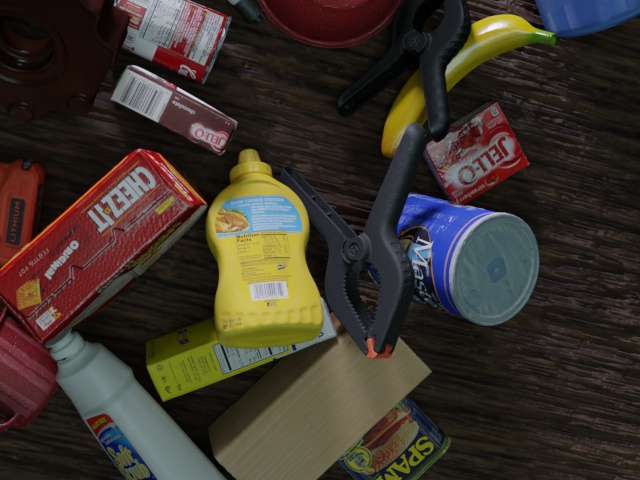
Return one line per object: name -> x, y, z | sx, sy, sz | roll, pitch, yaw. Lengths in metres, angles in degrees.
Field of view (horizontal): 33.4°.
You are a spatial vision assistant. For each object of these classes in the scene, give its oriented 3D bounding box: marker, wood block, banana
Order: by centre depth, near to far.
marker -> -0.098, -0.250, 1.002 | 0.020, 0.020, 0.121 | -44, 104, 0
banana -> 0.128, -0.160, 1.033 | 0.198, 0.070, 0.037 | -37, 136, 10
wood block -> -0.004, 0.158, 1.054 | 0.206, 0.090, 0.090 | -43, 104, 0

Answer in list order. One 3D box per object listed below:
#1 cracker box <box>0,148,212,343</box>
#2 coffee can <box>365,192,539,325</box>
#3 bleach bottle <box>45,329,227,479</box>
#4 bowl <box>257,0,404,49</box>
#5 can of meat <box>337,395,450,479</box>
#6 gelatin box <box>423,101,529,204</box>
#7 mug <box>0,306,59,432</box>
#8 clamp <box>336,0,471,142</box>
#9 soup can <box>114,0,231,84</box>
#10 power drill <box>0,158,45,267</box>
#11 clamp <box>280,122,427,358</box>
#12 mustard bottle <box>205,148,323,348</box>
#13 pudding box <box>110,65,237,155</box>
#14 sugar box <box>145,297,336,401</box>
cracker box -> -0.182, -0.001, 0.932 | 0.164, 0.213, 0.072 | -43, 92, 1
coffee can -> 0.121, 0.014, 1.008 | 0.102, 0.141, 0.103 | -8, 104, -32
bleach bottle -> -0.174, 0.181, 1.004 | 0.068, 0.103, 0.250 | -49, 116, -32
bowl -> 0.014, -0.262, 1.000 | 0.162, 0.055, 0.162 | -1, 100, -9
can of meat -> 0.067, 0.205, 1.091 | 0.102, 0.057, 0.084 | -43, 101, 0
gelatin box -> 0.153, -0.086, 1.066 | 0.089, 0.030, 0.073 | -31, 103, -3
mug -> -0.294, 0.129, 0.992 | 0.081, 0.117, 0.093 | 39, 123, -18
clamp -> 0.085, -0.178, 1.019 | 0.120, 0.039, 0.171 | 11, 74, 24
soup can -> -0.141, -0.195, 0.980 | 0.102, 0.068, 0.068 | 23, 95, -12
power drill -> -0.353, -0.019, 0.965 | 0.187, 0.057, 0.184 | 10, 100, -9
clamp -> 0.047, 0.001, 0.980 | 0.165, 0.036, 0.210 | -24, 72, 35
mustard bottle -> -0.057, 0.001, 0.984 | 0.096, 0.058, 0.191 | -5, 65, -9
pudding box -> -0.135, -0.120, 0.983 | 0.113, 0.090, 0.039 | 29, 92, -12
sugar box -> -0.079, 0.094, 1.029 | 0.176, 0.093, 0.048 | -23, 103, -6
